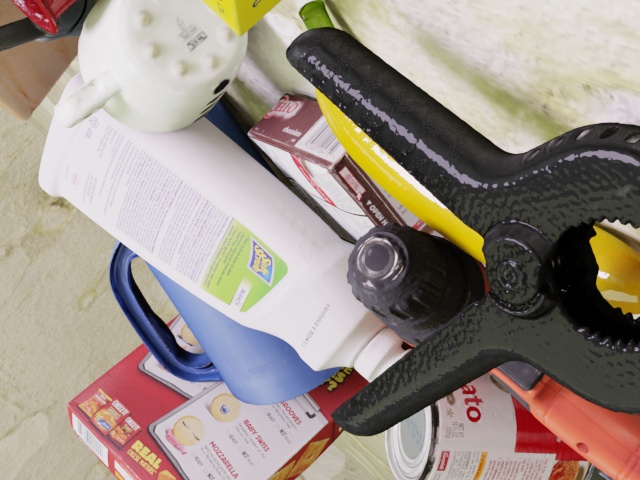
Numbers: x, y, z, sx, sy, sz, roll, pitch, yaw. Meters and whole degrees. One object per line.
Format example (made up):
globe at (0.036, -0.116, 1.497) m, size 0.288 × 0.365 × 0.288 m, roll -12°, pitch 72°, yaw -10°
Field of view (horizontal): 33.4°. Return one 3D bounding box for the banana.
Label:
banana at (0.059, -0.024, 0.451) m, size 0.198 × 0.037 × 0.069 m, roll 41°, pitch 171°, yaw 23°

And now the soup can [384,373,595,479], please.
soup can at (0.095, 0.107, 0.602) m, size 0.102 × 0.068 × 0.069 m, roll 6°, pitch -178°, yaw -18°

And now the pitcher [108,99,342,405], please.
pitcher at (-0.082, 0.003, 0.807) m, size 0.145 × 0.149 × 0.242 m, roll 10°, pitch 140°, yaw 53°

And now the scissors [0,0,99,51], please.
scissors at (-0.163, -0.139, 0.612) m, size 0.096 × 0.016 × 0.201 m, roll 56°, pitch -147°, yaw 12°

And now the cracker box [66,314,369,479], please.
cracker box at (-0.079, 0.140, 0.908) m, size 0.164 × 0.213 × 0.072 m, roll 40°, pitch 150°, yaw 19°

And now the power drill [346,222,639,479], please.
power drill at (0.106, 0.067, 0.485) m, size 0.188 × 0.057 × 0.184 m, roll 42°, pitch -173°, yaw 27°

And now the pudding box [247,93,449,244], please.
pudding box at (0.017, -0.032, 0.585) m, size 0.090 × 0.039 × 0.114 m, roll 48°, pitch 173°, yaw -28°

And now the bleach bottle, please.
bleach bottle at (-0.054, 0.001, 0.634) m, size 0.251 × 0.068 × 0.103 m, roll 40°, pitch 131°, yaw 14°

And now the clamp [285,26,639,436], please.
clamp at (0.071, 0.016, 0.366) m, size 0.210 × 0.036 × 0.164 m, roll 15°, pitch 116°, yaw 40°
